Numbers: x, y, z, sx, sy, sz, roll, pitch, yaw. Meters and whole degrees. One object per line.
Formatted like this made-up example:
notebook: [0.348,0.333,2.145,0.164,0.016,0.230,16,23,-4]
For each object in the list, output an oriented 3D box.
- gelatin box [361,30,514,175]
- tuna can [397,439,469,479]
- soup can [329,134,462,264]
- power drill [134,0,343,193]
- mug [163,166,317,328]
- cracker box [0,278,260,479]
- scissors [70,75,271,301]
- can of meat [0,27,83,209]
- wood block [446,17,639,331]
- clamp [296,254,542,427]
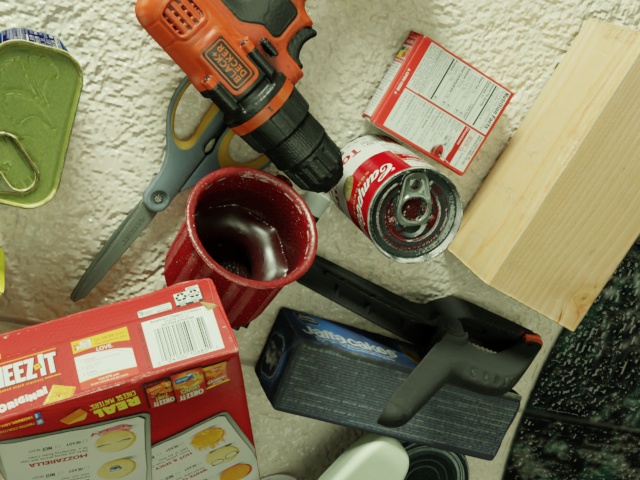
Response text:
gelatin box: [0.086,-0.100,0.784,0.089,0.030,0.073,28,98,-23]
tuna can: [0.079,0.194,0.883,0.086,0.034,0.086,-5,110,-15]
soup can: [0.050,-0.032,0.757,0.068,0.102,0.068,-5,110,-15]
power drill: [-0.002,-0.148,0.715,0.187,0.057,0.184,-46,114,-4]
mug: [-0.055,0.001,0.743,0.093,0.117,0.082,32,143,-5]
cracker box: [-0.132,0.129,0.731,0.164,0.072,0.214,-16,143,-10]
scissors: [-0.096,-0.031,0.762,0.096,0.016,0.202,21,102,-22]
can of meat: [-0.190,-0.081,0.679,0.057,0.084,0.102,11,105,-20]
wood block: [0.196,-0.050,0.801,0.090,0.090,0.206,28,100,-23]
clamp: [0.090,0.083,0.795,0.209,0.165,0.036,13,123,-30]
